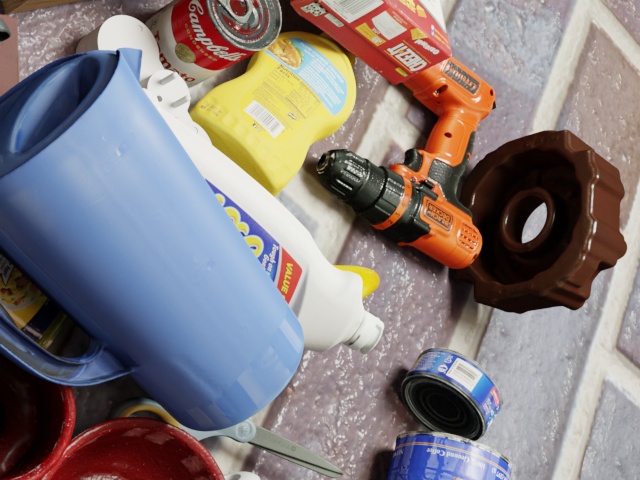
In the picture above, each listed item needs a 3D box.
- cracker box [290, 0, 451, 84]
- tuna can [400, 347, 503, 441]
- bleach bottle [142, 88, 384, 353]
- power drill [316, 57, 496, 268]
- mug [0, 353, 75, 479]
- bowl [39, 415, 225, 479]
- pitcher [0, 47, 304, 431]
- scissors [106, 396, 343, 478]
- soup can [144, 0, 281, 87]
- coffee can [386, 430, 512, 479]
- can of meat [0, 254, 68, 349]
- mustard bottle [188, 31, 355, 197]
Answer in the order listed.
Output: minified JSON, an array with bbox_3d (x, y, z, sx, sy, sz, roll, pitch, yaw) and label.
[{"bbox_3d":[0.029,-0.264,0.924,0.164,0.072,0.214,26,48,-51],"label":"cracker box"},{"bbox_3d":[0.113,0.136,0.932,0.086,0.086,0.033,53,54,-16],"label":"tuna can"},{"bbox_3d":[-0.055,0.001,0.782,0.250,0.068,0.103,34,102,-15],"label":"bleach bottle"},{"bbox_3d":[0.087,-0.087,0.989,0.184,0.057,0.187,31,63,-30],"label":"power drill"},{"bbox_3d":[-0.213,0.122,0.665,0.093,0.082,0.117,7,74,-39],"label":"mug"},{"bbox_3d":[-0.138,0.202,0.725,0.161,0.055,0.162,11,72,-38],"label":"bowl"},{"bbox_3d":[-0.120,0.016,0.667,0.242,0.149,0.145,55,14,-30],"label":"pitcher"},{"bbox_3d":[-0.076,0.153,0.799,0.201,0.016,0.096,45,69,-18],"label":"scissors"},{"bbox_3d":[-0.087,-0.164,0.829,0.068,0.102,0.068,11,72,-38],"label":"soup can"},{"bbox_3d":[0.095,0.242,0.879,0.102,0.103,0.140,34,59,-29],"label":"coffee can"},{"bbox_3d":[-0.204,0.020,0.716,0.084,0.058,0.102,44,55,-21],"label":"can of meat"},{"bbox_3d":[-0.024,-0.122,0.899,0.096,0.058,0.191,42,53,-2],"label":"mustard bottle"}]
